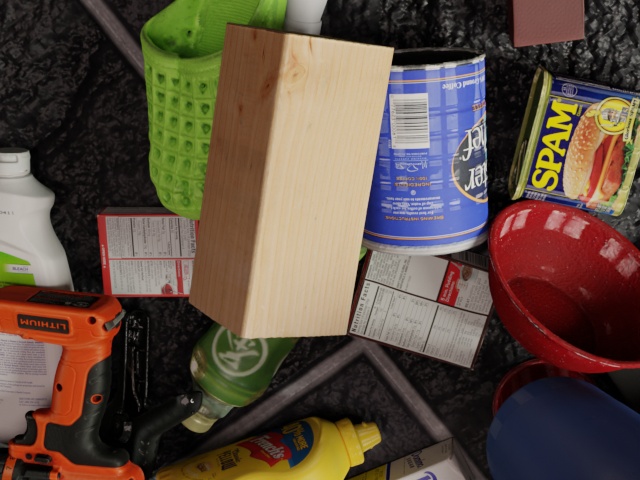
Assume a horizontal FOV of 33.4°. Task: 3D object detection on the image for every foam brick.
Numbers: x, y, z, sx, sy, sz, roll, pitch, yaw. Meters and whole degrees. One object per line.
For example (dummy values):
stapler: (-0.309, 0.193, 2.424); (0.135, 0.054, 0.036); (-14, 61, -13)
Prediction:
foam brick: (0.165, -0.187, 0.789); (0.053, 0.051, 0.078); (-4, 107, 7)

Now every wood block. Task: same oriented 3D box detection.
wood block: (-0.024, -0.043, 0.757); (0.090, 0.090, 0.206); (1, 104, -33)

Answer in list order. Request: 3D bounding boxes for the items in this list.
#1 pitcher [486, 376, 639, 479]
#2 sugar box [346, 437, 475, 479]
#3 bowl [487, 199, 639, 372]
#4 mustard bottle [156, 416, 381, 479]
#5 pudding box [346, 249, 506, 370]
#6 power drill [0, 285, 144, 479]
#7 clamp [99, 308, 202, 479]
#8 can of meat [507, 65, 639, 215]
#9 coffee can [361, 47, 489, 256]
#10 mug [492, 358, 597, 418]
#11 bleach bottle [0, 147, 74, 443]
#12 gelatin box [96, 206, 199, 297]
pitcher: (0.204, 0.173, 0.702); (0.149, 0.243, 0.145); (34, 94, -12)
sugar box: (0.057, 0.251, 0.942); (0.176, 0.048, 0.093); (-25, 102, 15)
bowl: (0.188, 0.045, 0.817); (0.162, 0.162, 0.055); (28, 131, -2)
mustard bottle: (-0.040, 0.195, 0.904); (0.191, 0.096, 0.058); (-19, 105, -9)
pudding box: (0.086, 0.048, 0.879); (0.113, 0.039, 0.090); (17, 108, 4)
power drill: (-0.233, 0.134, 0.869); (0.184, 0.057, 0.188); (4, 104, 3)
clamp: (-0.154, 0.158, 0.916); (0.039, 0.120, 0.171); (2, 116, -35)
can of meat: (0.197, -0.074, 0.818); (0.084, 0.057, 0.102); (12, 108, 1)
coffee can: (0.075, -0.070, 0.810); (0.103, 0.102, 0.140); (-2, 107, 8)
mug: (0.184, 0.164, 0.879); (0.093, 0.081, 0.117); (30, 108, -3)
bleach bottle: (-0.250, 0.047, 0.910); (0.102, 0.068, 0.251); (3, 105, 5)
gelatin box: (-0.140, 0.009, 0.900); (0.089, 0.030, 0.073); (0, 106, 6)
